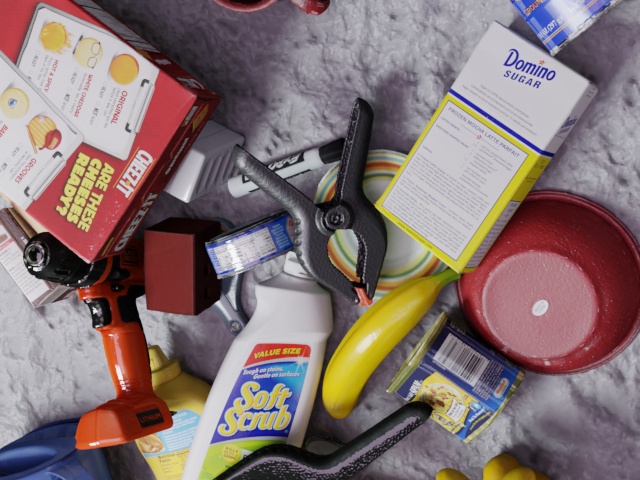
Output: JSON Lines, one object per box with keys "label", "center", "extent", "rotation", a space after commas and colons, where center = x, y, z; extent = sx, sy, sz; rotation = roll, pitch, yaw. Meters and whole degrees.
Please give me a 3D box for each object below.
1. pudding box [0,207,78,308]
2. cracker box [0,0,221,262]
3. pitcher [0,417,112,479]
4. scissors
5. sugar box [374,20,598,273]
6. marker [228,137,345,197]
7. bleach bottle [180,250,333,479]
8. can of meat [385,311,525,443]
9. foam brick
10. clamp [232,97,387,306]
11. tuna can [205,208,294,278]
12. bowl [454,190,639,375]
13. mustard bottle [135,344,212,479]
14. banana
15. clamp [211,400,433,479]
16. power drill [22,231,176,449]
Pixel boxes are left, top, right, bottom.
{"label": "pudding box", "center": [-0.265, 0.013, 0.998], "extent": [0.039, 0.113, 0.090], "rotation": [-38, 90, 1]}
{"label": "cracker box", "center": [-0.212, -0.112, 0.868], "extent": [0.214, 0.072, 0.164], "rotation": [37, 105, 8]}
{"label": "pitcher", "center": [-0.244, 0.312, 1.067], "extent": [0.145, 0.149, 0.243], "rotation": [-17, 103, 6]}
{"label": "scissors", "center": [-0.069, 0.061, 0.989], "extent": [0.202, 0.016, 0.096], "rotation": [45, 116, 4]}
{"label": "sugar box", "center": [0.128, -0.071, 0.835], "extent": [0.093, 0.048, 0.176], "rotation": [39, 104, 21]}
{"label": "marker", "center": [-0.026, -0.064, 0.933], "extent": [0.121, 0.020, 0.020], "rotation": [-18, 98, 25]}
{"label": "bleach bottle", "center": [-0.055, 0.130, 0.955], "extent": [0.102, 0.068, 0.251], "rotation": [15, 95, -2]}
{"label": "can of meat", "center": [0.112, 0.117, 0.893], "extent": [0.084, 0.057, 0.102], "rotation": [35, 152, 6]}
{"label": "foam brick", "center": [-0.124, 0.023, 0.960], "extent": [0.051, 0.053, 0.078], "rotation": [6, 106, 19]}
{"label": "clamp", "center": [-0.002, -0.023, 0.881], "extent": [0.120, 0.039, 0.171], "rotation": [-12, 101, -2]}
{"label": "tuna can", "center": [-0.056, 0.001, 0.927], "extent": [0.086, 0.086, 0.034], "rotation": [-20, 96, 25]}
{"label": "bowl", "center": [0.181, 0.044, 0.864], "extent": [0.162, 0.055, 0.162], "rotation": [6, 108, 20]}
{"label": "mustard bottle", "center": [-0.129, 0.191, 1.027], "extent": [0.096, 0.058, 0.191], "rotation": [-18, 99, 23]}
{"label": "banana", "center": [0.045, 0.096, 0.914], "extent": [0.198, 0.069, 0.037], "rotation": [-53, 47, 33]}
{"label": "clamp", "center": [0.003, 0.227, 0.905], "extent": [0.210, 0.036, 0.164], "rotation": [-9, 100, 7]}
{"label": "power drill", "center": [-0.188, 0.082, 0.928], "extent": [0.057, 0.184, 0.187], "rotation": [-10, 84, 19]}
